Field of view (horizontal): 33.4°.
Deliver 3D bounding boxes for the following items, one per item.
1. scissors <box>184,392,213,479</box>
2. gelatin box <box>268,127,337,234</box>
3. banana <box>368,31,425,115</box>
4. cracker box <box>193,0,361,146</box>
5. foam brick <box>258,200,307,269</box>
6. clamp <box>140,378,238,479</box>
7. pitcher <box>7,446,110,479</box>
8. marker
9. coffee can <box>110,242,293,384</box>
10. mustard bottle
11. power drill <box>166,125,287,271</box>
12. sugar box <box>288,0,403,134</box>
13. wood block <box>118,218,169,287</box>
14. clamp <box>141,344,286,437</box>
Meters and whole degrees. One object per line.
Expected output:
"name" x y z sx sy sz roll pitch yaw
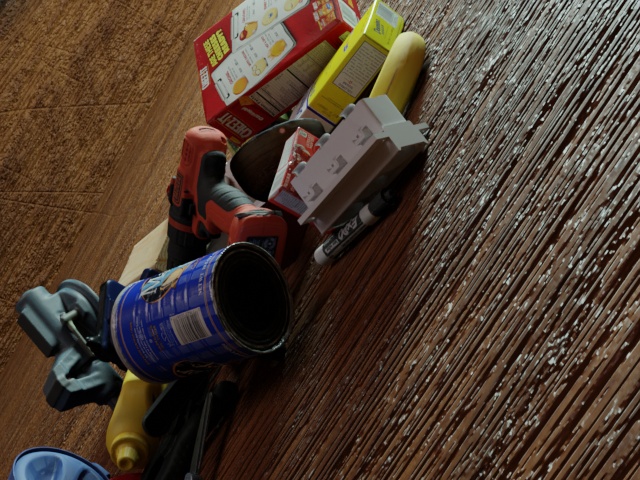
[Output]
"scissors" -0.113 0.232 0.983 0.096 0.016 0.201 -22 48 59
"gelatin box" -0.006 -0.060 1.057 0.030 0.073 0.089 -43 24 45
"banana" 0.064 -0.131 1.038 0.070 0.037 0.197 108 -174 -72
"cracker box" -0.051 -0.240 1.319 0.214 0.072 0.164 -34 45 22
"foam brick" -0.058 0.001 1.150 0.078 0.051 0.053 -37 29 54
"clamp" -0.139 0.209 1.089 0.120 0.039 0.171 -30 35 65
"pitcher" -0.353 0.383 1.314 0.243 0.149 0.145 -60 31 17
"marker" 0.032 -0.012 0.963 0.121 0.020 0.020 -44 24 46
"coffee can" -0.110 0.069 0.986 0.141 0.102 0.102 -20 40 37
"mustard bottle" -0.201 0.198 1.189 0.191 0.058 0.096 -89 2 -70
"power drill" -0.107 -0.004 1.108 0.188 0.057 0.184 44 131 48
"sugar box" 0.023 -0.179 1.197 0.176 0.048 0.093 -46 15 35
"wood block" -0.198 0.039 1.436 0.206 0.090 0.090 -28 38 61
"clamp" -0.110 0.112 1.092 0.164 0.036 0.210 -34 18 7
